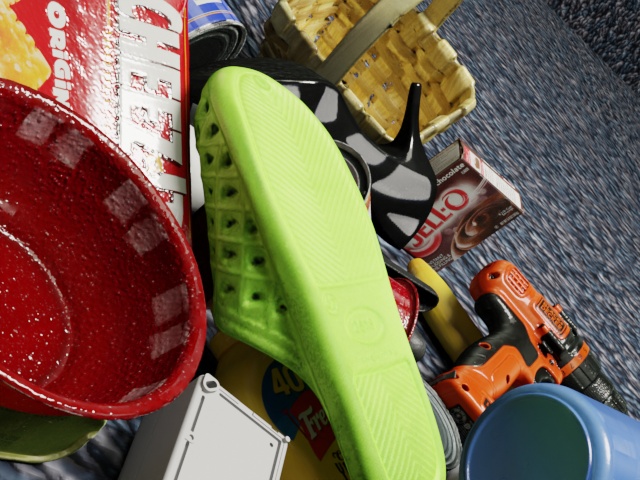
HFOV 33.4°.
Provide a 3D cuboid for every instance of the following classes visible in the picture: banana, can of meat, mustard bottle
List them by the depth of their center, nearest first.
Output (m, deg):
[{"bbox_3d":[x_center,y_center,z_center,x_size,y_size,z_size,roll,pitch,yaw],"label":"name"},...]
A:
[{"bbox_3d":[-0.149,0.048,0.484,0.101,0.058,0.084,22,39,-46],"label":"can of meat"},{"bbox_3d":[-0.013,0.115,0.624,0.096,0.058,0.192,-3,56,-56],"label":"mustard bottle"},{"bbox_3d":[0.137,0.101,0.942,0.198,0.037,0.069,52,8,0],"label":"banana"}]

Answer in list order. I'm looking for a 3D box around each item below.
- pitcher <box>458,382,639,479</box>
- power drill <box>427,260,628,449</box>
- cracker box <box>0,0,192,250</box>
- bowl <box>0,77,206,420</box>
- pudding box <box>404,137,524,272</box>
[{"bbox_3d":[0.206,0.189,0.717,0.242,0.149,0.145,30,75,-40],"label":"pitcher"},{"bbox_3d":[0.166,0.125,0.868,0.184,0.057,0.187,48,39,-1],"label":"power drill"},{"bbox_3d":[-0.161,-0.077,0.539,0.213,0.072,0.164,13,70,-49],"label":"cracker box"},{"bbox_3d":[-0.124,0.012,0.441,0.162,0.055,0.162,38,31,-28],"label":"bowl"},{"bbox_3d":[0.118,-0.031,1.000,0.090,0.114,0.039,37,30,-27],"label":"pudding box"}]
